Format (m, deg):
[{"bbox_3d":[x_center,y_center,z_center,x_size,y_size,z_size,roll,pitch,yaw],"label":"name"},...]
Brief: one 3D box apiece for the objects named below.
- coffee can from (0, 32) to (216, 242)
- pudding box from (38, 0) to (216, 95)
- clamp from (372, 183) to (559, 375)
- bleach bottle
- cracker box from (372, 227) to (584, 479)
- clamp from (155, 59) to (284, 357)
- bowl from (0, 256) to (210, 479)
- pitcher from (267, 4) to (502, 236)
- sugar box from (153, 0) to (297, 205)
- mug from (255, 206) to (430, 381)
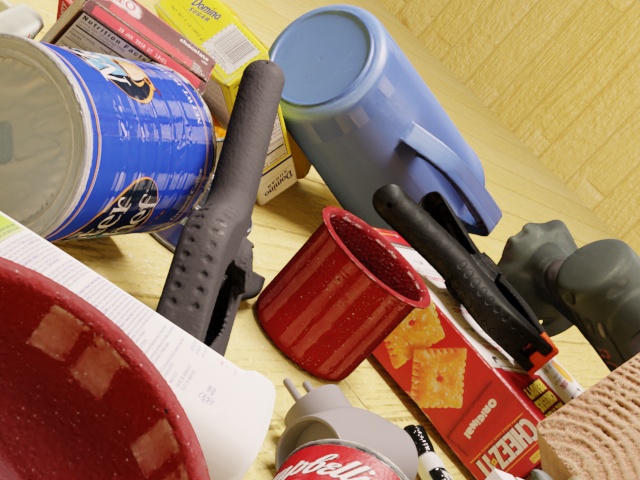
[{"bbox_3d":[-0.131,-0.050,0.566,0.103,0.103,0.140,46,17,12],"label":"coffee can"},{"bbox_3d":[-0.134,-0.102,0.672,0.090,0.114,0.039,36,45,-23],"label":"pudding box"},{"bbox_3d":[0.112,0.022,0.793,0.171,0.039,0.120,51,24,6],"label":"clamp"},{"bbox_3d":[-0.137,0.022,0.443,0.251,0.068,0.102,37,8,-4],"label":"bleach bottle"},{"bbox_3d":[0.113,0.091,0.823,0.214,0.072,0.164,50,19,23],"label":"cracker box"},{"bbox_3d":[-0.054,0.001,0.584,0.036,0.165,0.210,9,26,5],"label":"clamp"},{"bbox_3d":[-0.113,0.078,0.335,0.162,0.055,0.162,32,31,-22],"label":"bowl"},{"bbox_3d":[0.055,-0.088,0.914,0.242,0.149,0.145,46,34,-55],"label":"pitcher"},{"bbox_3d":[-0.068,-0.109,0.822,0.093,0.048,0.176,50,-10,24],"label":"sugar box"},{"bbox_3d":[0.011,0.033,0.714,0.093,0.082,0.117,37,18,-18],"label":"mug"}]
